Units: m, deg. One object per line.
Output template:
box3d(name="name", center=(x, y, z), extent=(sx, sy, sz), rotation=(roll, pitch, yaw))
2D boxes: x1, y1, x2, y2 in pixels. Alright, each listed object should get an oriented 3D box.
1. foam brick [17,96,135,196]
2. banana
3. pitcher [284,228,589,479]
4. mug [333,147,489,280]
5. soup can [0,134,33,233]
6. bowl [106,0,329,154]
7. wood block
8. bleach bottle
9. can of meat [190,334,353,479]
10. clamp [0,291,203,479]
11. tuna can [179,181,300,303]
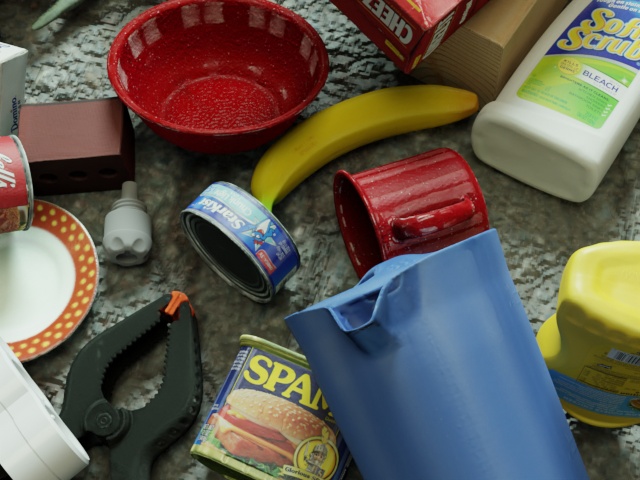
box3d(name="foam brick", center=(-0.179, -0.069, 0.789), extent=(0.078, 0.053, 0.051), rotation=(-5, 63, 0))
box3d(name="banana", center=(0.022, -0.073, 0.792), extent=(0.197, 0.037, 0.070), rotation=(-31, 64, -14))
box3d(name="pitcher", center=(0.089, 0.123, 0.623), extent=(0.149, 0.145, 0.243), rotation=(-21, 86, -26))
box3d(name="mug", center=(0.066, -0.016, 0.723), extent=(0.081, 0.117, 0.093), rotation=(-18, 92, -12))
box3d(name="soup can", center=(-0.254, -0.033, 0.722), extent=(0.102, 0.069, 0.068), rotation=(-9, 61, -29))
box3d(name="bowl", center=(-0.075, -0.115, 0.794), extent=(0.162, 0.055, 0.162), rotation=(2, 48, -2))
box3d(name="wood block", center=(0.148, -0.213, 0.828), extent=(0.090, 0.091, 0.206), rotation=(30, 69, 15))
box3d(name="bleach bottle", center=(0.215, -0.151, 0.812), extent=(0.103, 0.068, 0.250), rotation=(27, 65, 14))
box3d(name="can of meat", center=(-0.023, 0.121, 0.688), extent=(0.102, 0.057, 0.084), rotation=(21, 68, 12))
box3d(name="clamp", center=(-0.130, 0.132, 0.695), extent=(0.165, 0.036, 0.209), rotation=(28, 69, 18))
box3d(name="tuna can", center=(-0.055, 0.001, 0.732), extent=(0.086, 0.086, 0.033), rotation=(37, 69, 18))
